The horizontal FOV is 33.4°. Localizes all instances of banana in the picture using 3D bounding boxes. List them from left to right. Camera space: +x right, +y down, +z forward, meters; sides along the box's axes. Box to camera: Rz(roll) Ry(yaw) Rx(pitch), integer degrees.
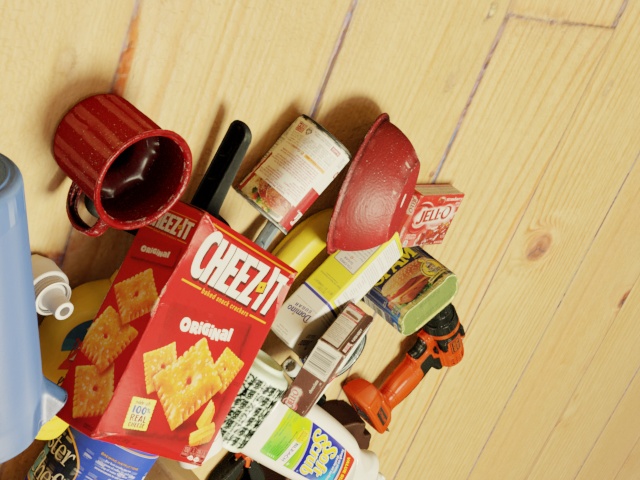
[{"bbox_3d":[-0.033,0.030,1.166,0.198,0.037,0.069,-47,146,-5],"label":"banana"}]

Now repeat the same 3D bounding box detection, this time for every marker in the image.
[{"bbox_3d":[-0.018,0.180,1.341,0.020,0.020,0.121,-45,145,-8],"label":"marker"}]

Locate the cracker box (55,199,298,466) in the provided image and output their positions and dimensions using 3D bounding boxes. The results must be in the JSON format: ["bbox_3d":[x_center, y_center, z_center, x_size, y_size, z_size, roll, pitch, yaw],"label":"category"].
[{"bbox_3d":[-0.126,0.088,0.970,0.164,0.072,0.213,35,80,-54],"label":"cracker box"}]

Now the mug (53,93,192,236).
[{"bbox_3d":[-0.173,-0.059,0.883,0.093,0.082,0.117,15,110,-53],"label":"mug"}]

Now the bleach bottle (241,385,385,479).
[{"bbox_3d":[-0.003,0.253,1.317,0.250,0.068,0.102,35,92,-37],"label":"bleach bottle"}]

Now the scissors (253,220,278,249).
[{"bbox_3d":[-0.057,0.001,1.124,0.201,0.016,0.096,-55,172,-19],"label":"scissors"}]

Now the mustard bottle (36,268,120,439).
[{"bbox_3d":[-0.221,0.095,0.988,0.191,0.058,0.096,-49,141,2],"label":"mustard bottle"}]

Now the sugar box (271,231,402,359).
[{"bbox_3d":[0.018,0.053,1.226,0.176,0.048,0.093,-43,161,-6],"label":"sugar box"}]

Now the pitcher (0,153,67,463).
[{"bbox_3d":[-0.293,0.051,0.825,0.149,0.145,0.243,-32,140,-45],"label":"pitcher"}]

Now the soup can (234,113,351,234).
[{"bbox_3d":[-0.027,-0.066,1.054,0.102,0.069,0.068,-49,146,-2],"label":"soup can"}]

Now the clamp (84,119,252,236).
[{"bbox_3d":[-0.121,-0.015,1.017,0.164,0.036,0.210,-31,144,-12],"label":"clamp"}]

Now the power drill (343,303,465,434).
[{"bbox_3d":[0.118,0.163,1.445,0.187,0.057,0.184,-42,145,-12],"label":"power drill"}]

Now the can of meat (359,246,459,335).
[{"bbox_3d":[0.107,0.057,1.309,0.102,0.084,0.057,-38,144,-17],"label":"can of meat"}]

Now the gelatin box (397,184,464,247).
[{"bbox_3d":[0.127,-0.030,1.297,0.089,0.030,0.073,-4,125,-47],"label":"gelatin box"}]

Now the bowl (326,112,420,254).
[{"bbox_3d":[0.063,-0.050,1.123,0.162,0.055,0.162,23,89,-79],"label":"bowl"}]

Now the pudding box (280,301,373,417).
[{"bbox_3d":[0.007,0.135,1.210,0.114,0.039,0.089,-58,174,36],"label":"pudding box"}]

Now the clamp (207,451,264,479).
[{"bbox_3d":[-0.107,0.333,1.363,0.120,0.039,0.172,2,123,-43],"label":"clamp"}]

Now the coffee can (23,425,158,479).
[{"bbox_3d":[-0.233,0.233,1.063,0.140,0.103,0.102,-57,146,1],"label":"coffee can"}]
